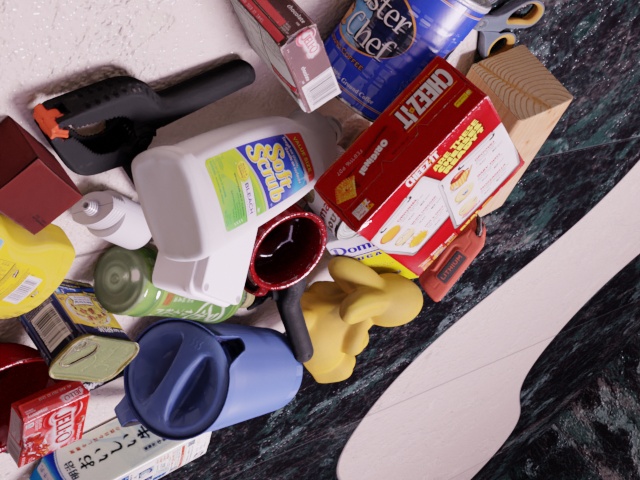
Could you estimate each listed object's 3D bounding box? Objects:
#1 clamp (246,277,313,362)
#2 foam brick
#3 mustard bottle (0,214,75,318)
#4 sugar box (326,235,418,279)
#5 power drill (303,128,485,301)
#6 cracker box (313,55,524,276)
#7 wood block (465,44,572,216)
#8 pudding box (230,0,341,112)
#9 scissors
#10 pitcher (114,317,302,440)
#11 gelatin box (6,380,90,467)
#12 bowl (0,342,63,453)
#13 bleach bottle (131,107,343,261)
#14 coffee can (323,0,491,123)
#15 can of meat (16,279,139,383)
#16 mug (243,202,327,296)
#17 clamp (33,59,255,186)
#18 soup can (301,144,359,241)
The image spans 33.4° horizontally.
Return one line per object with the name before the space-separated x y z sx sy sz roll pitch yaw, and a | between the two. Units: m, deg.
clamp | -0.041 0.061 1.223 0.039 0.120 0.171 -33 151 -29
foam brick | -0.234 -0.049 0.836 0.053 0.051 0.078 -38 155 -2
mustard bottle | -0.288 0.011 0.853 0.096 0.058 0.191 -39 156 12
sugar box | 0.064 0.008 1.322 0.093 0.048 0.176 -11 160 11
power drill | 0.075 -0.011 1.198 0.185 0.187 0.057 -53 -169 27
cracker box | 0.100 -0.064 1.015 0.164 0.072 0.213 -47 157 5
wood block | 0.198 -0.118 1.265 0.090 0.091 0.206 -25 157 -30
pudding box | -0.031 -0.167 0.877 0.039 0.090 0.113 -36 156 -5
scissors | 0.168 -0.223 1.156 0.201 0.016 0.096 -20 149 -37
pitcher | -0.123 0.162 1.263 0.242 0.149 0.145 11 93 -67
gelatin box | -0.271 0.180 1.063 0.073 0.030 0.089 -22 150 -35
bowl | -0.325 0.150 1.038 0.162 0.055 0.162 -32 154 -17
bleach bottle | -0.057 -0.071 0.964 0.250 0.068 0.102 -35 117 -49
coffee can | 0.071 -0.188 0.971 0.140 0.103 0.102 -51 153 23
can of meat | -0.235 0.085 1.021 0.057 0.084 0.102 -45 155 11
mug | -0.057 0.001 1.108 0.093 0.082 0.117 -2 122 -39
clamp | -0.148 -0.100 0.888 0.165 0.036 0.209 -49 158 16
soup can | 0.013 -0.057 1.112 0.068 0.102 0.068 -32 155 -17
